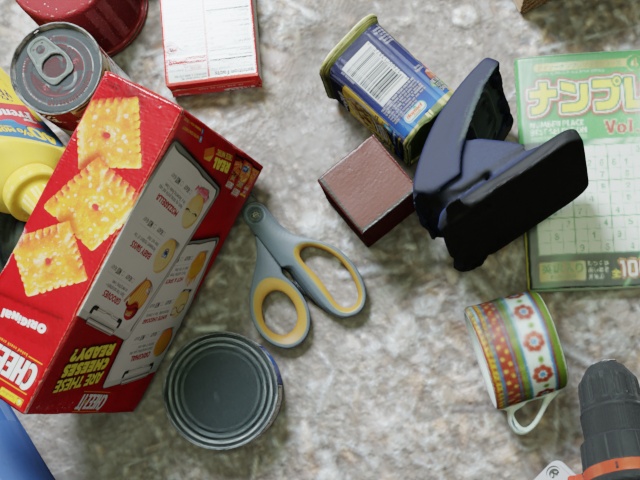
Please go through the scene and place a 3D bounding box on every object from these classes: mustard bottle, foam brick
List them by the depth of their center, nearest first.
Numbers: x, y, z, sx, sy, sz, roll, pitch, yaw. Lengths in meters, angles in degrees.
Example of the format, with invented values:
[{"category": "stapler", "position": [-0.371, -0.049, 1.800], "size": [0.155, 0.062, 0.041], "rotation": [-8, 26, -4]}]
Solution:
[{"category": "mustard bottle", "position": [-0.234, -0.071, 0.768], "size": [0.192, 0.096, 0.058], "rotation": [45, 113, 37]}, {"category": "foam brick", "position": [0.036, -0.034, 0.774], "size": [0.051, 0.078, 0.053], "rotation": [-39, 81, -1]}]

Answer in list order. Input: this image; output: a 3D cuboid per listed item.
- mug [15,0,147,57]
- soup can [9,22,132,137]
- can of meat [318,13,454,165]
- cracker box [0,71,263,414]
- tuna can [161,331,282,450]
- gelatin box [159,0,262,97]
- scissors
[{"category": "mug", "position": [-0.178, -0.199, 0.822], "size": [0.117, 0.081, 0.093], "rotation": [-18, 80, 4]}, {"category": "soup can", "position": [-0.181, -0.114, 0.800], "size": [0.068, 0.102, 0.068], "rotation": [-1, 81, 6]}, {"category": "can of meat", "position": [0.051, -0.106, 0.772], "size": [0.084, 0.102, 0.057], "rotation": [44, 89, 9]}, {"category": "cracker box", "position": [-0.139, 0.010, 0.737], "size": [0.072, 0.164, 0.214], "rotation": [28, 90, 17]}, {"category": "tuna can", "position": [-0.071, 0.111, 0.787], "size": [0.086, 0.033, 0.086], "rotation": [-1, 81, 7]}, {"category": "gelatin box", "position": [-0.085, -0.160, 0.832], "size": [0.073, 0.030, 0.089], "rotation": [-6, 81, 5]}, {"category": "scissors", "position": [-0.055, 0.001, 0.811], "size": [0.202, 0.016, 0.096], "rotation": [39, 88, 11]}]
